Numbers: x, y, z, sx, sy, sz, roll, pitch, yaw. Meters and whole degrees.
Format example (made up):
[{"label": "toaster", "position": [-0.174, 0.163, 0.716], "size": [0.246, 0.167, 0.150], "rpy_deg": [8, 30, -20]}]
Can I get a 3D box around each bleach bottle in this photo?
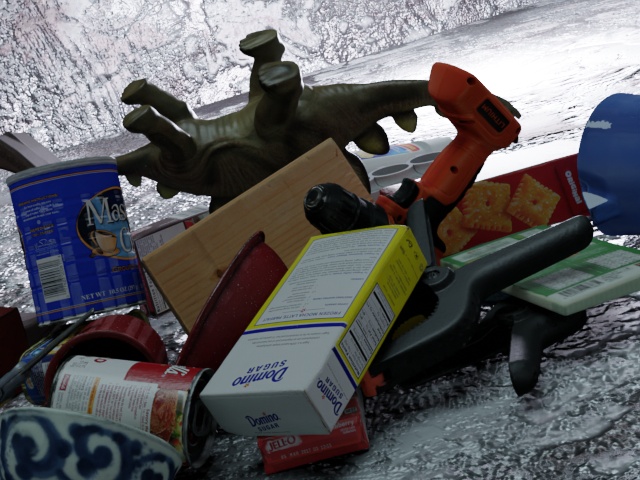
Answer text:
[{"label": "bleach bottle", "position": [0.082, -0.096, 1.424], "size": [0.251, 0.068, 0.102], "rpy_deg": [-12, 15, 1]}]

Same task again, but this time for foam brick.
[{"label": "foam brick", "position": [-0.310, 0.108, 1.012], "size": [0.053, 0.078, 0.051], "rpy_deg": [-3, 18, 32]}]

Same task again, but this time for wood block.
[{"label": "wood block", "position": [-0.057, 0.001, 0.999], "size": [0.206, 0.091, 0.090], "rpy_deg": [-33, 0, -10]}]

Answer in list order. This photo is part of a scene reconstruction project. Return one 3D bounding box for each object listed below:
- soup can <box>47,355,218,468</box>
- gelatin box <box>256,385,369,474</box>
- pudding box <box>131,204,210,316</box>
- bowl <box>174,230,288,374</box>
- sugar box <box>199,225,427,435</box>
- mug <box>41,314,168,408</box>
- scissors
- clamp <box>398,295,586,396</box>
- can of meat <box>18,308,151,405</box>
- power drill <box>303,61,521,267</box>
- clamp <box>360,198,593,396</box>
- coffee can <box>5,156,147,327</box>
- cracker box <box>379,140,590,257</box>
[{"label": "soup can", "position": [-0.128, 0.117, 0.739], "size": [0.102, 0.068, 0.068], "rpy_deg": [4, 19, 14]}, {"label": "gelatin box", "position": [-0.006, 0.124, 0.749], "size": [0.073, 0.030, 0.089], "rpy_deg": [-14, 14, 3]}, {"label": "pudding box", "position": [-0.154, 0.021, 1.160], "size": [0.113, 0.090, 0.039], "rpy_deg": [-24, 19, -33]}, {"label": "bowl", "position": [-0.060, 0.075, 0.830], "size": [0.055, 0.162, 0.162], "rpy_deg": [27, 23, 5]}, {"label": "sugar box", "position": [0.000, 0.061, 0.746], "size": [0.094, 0.048, 0.176], "rpy_deg": [-8, 35, 38]}, {"label": "mug", "position": [-0.176, 0.114, 0.858], "size": [0.117, 0.093, 0.081], "rpy_deg": [-34, 9, 4]}, {"label": "scissors", "position": [-0.253, 0.115, 0.904], "size": [0.202, 0.016, 0.096], "rpy_deg": [-38, -1, 6]}, {"label": "clamp", "position": [0.149, 0.070, 0.784], "size": [0.171, 0.039, 0.120], "rpy_deg": [-28, 22, -31]}, {"label": "can of meat", "position": [-0.211, 0.106, 0.964], "size": [0.084, 0.057, 0.102], "rpy_deg": [-10, 14, 25]}, {"label": "power drill", "position": [0.083, -0.057, 0.929], "size": [0.057, 0.184, 0.187], "rpy_deg": [33, 89, 44]}, {"label": "clamp", "position": [0.098, 0.036, 0.789], "size": [0.165, 0.036, 0.209], "rpy_deg": [2, 38, 36]}, {"label": "coffee can", "position": [-0.226, 0.001, 0.992], "size": [0.103, 0.140, 0.103], "rpy_deg": [-13, -1, 0]}, {"label": "cracker box", "position": [0.179, -0.042, 1.086], "size": [0.213, 0.072, 0.164], "rpy_deg": [-15, 8, -3]}]
